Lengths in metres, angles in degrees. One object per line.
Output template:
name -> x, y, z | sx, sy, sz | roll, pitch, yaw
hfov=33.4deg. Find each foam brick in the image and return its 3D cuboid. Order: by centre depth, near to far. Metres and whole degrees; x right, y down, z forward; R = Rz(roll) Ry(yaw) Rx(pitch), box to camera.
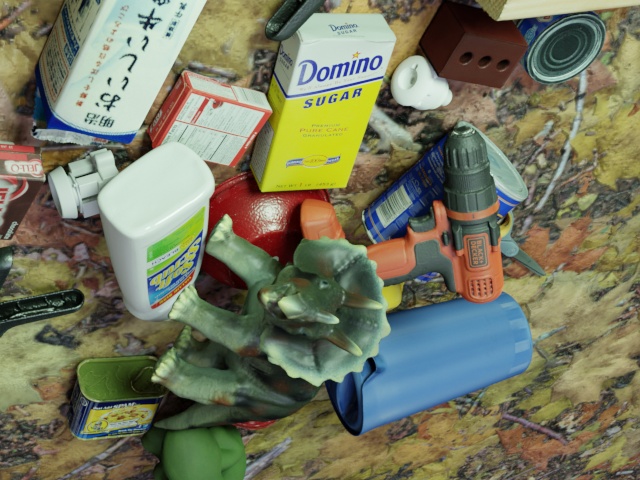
foam brick -> 0.140, -0.179, 0.980 | 0.078, 0.051, 0.053 | 4, 134, -31

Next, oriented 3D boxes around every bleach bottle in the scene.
bleach bottle -> -0.149, 0.011, 1.018 | 0.102, 0.068, 0.251 | -37, 161, -19

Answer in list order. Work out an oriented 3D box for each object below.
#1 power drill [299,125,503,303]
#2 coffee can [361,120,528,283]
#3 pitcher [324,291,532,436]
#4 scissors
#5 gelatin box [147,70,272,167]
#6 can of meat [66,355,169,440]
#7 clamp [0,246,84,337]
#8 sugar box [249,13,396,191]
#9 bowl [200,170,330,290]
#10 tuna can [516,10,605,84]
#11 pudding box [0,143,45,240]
power drill -> 0.078, -0.013, 1.020 | 0.188, 0.057, 0.184 | -7, 118, 9
coffee can -> 0.126, -0.038, 1.095 | 0.140, 0.103, 0.102 | -43, 138, 22
pitcher -> 0.125, 0.142, 1.298 | 0.242, 0.149, 0.145 | -14, 120, -18
scissors -> 0.205, 0.014, 1.268 | 0.096, 0.016, 0.201 | -27, 142, 6
gelatin box -> -0.100, -0.108, 0.956 | 0.089, 0.030, 0.073 | 11, 131, -36
can of meat -> -0.229, 0.178, 1.200 | 0.101, 0.057, 0.084 | -1, 138, -28
clamp -> -0.320, 0.074, 1.046 | 0.172, 0.039, 0.120 | -33, 137, 21
sugar box -> -0.001, -0.123, 0.977 | 0.093, 0.048, 0.176 | -5, 139, -23
bowl -> -0.057, 0.001, 1.085 | 0.162, 0.055, 0.162 | -15, 141, -12
tuna can -> 0.229, -0.192, 1.025 | 0.086, 0.034, 0.086 | -14, 141, -12
pudding box -> -0.293, -0.041, 0.903 | 0.089, 0.039, 0.114 | 4, 153, -30
